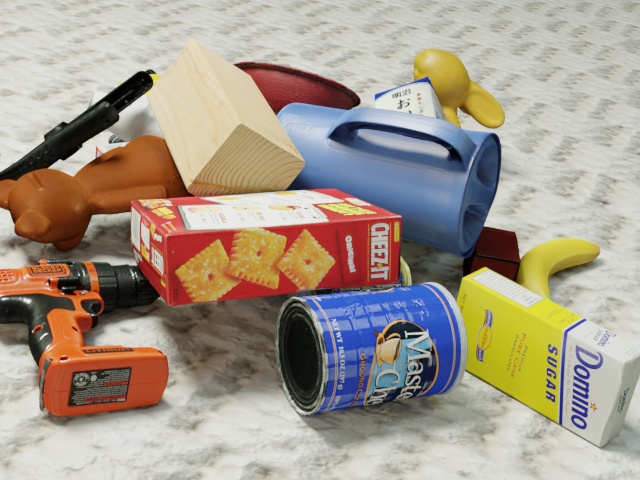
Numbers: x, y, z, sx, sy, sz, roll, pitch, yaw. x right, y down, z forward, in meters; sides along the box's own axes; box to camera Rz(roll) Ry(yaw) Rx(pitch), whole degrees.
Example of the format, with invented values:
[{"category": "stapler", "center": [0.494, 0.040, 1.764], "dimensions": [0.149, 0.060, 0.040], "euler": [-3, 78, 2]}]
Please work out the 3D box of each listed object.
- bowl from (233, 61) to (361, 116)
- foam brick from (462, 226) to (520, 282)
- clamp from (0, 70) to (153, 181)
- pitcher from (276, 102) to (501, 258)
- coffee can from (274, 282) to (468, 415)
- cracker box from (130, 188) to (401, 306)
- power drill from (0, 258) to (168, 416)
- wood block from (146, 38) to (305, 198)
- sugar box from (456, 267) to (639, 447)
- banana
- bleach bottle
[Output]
[{"category": "bowl", "center": [-0.036, -0.161, 1.271], "dimensions": [0.162, 0.055, 0.162], "euler": [14, -6, 1]}, {"category": "foam brick", "center": [0.189, 0.024, 1.183], "dimensions": [0.051, 0.053, 0.078], "euler": [10, 26, 1]}, {"category": "clamp", "center": [-0.279, -0.109, 1.166], "dimensions": [0.210, 0.036, 0.164], "euler": [-34, 14, 10]}, {"category": "pitcher", "center": [0.062, -0.080, 1.138], "dimensions": [0.243, 0.149, 0.144], "euler": [15, 19, 21]}, {"category": "coffee can", "center": [0.044, 0.094, 0.942], "dimensions": [0.140, 0.103, 0.103], "euler": [-5, 30, -25]}, {"category": "cracker box", "center": [-0.055, 0.003, 0.982], "dimensions": [0.213, 0.072, 0.164], "euler": [-4, 13, -20]}, {"category": "power drill", "center": [-0.202, 0.078, 0.951], "dimensions": [0.184, 0.057, 0.188], "euler": [-4, 28, -30]}, {"category": "wood block", "center": [-0.105, -0.117, 1.125], "dimensions": [0.090, 0.090, 0.206], "euler": [30, 18, -35]}, {"category": "sugar box", "center": [0.202, 0.105, 0.983], "dimensions": [0.176, 0.093, 0.048], "euler": [30, 34, 36]}, {"category": "banana", "center": [0.263, 0.033, 1.213], "dimensions": [0.070, 0.037, 0.197], "euler": [37, 34, 11]}, {"category": "bleach bottle", "center": [-0.159, -0.133, 1.303], "dimensions": [0.250, 0.068, 0.102], "euler": [18, 30, -13]}]
